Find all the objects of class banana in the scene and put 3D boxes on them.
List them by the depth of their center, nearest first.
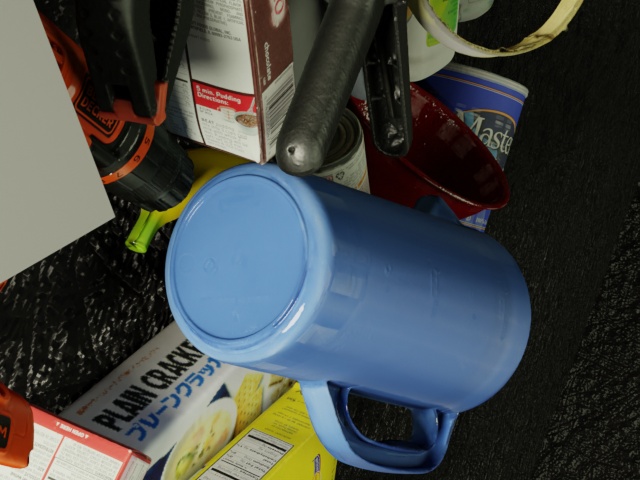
[{"bbox_3d":[-0.053,-0.018,0.660,0.197,0.037,0.069,12,90,-56],"label":"banana"}]

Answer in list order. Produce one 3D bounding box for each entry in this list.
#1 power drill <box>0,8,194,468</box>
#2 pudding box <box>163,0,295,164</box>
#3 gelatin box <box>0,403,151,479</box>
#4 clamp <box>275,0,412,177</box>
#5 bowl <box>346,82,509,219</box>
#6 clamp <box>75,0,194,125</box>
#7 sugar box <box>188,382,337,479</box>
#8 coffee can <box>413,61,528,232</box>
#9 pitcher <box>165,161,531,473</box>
[{"bbox_3d":[-0.133,0.004,0.487,0.184,0.057,0.187,43,64,-62],"label":"power drill"},{"bbox_3d":[-0.061,-0.100,0.533,0.039,0.090,0.113,-51,151,-38],"label":"pudding box"},{"bbox_3d":[-0.140,0.138,0.549,0.089,0.073,0.030,-66,157,-15],"label":"gelatin box"},{"bbox_3d":[0.031,-0.135,0.580,0.164,0.036,0.210,-4,104,-70],"label":"clamp"},{"bbox_3d":[0.068,-0.065,0.830,0.055,0.162,0.161,-50,169,27],"label":"bowl"},{"bbox_3d":[-0.069,-0.137,0.443,0.120,0.039,0.171,-44,145,-58],"label":"clamp"},{"bbox_3d":[-0.045,0.169,0.655,0.176,0.048,0.093,-40,141,-55],"label":"sugar box"},{"bbox_3d":[0.116,-0.081,0.955,0.102,0.103,0.140,7,100,-68],"label":"coffee can"},{"bbox_3d":[0.022,0.043,0.641,0.145,0.149,0.242,-50,148,14],"label":"pitcher"}]
